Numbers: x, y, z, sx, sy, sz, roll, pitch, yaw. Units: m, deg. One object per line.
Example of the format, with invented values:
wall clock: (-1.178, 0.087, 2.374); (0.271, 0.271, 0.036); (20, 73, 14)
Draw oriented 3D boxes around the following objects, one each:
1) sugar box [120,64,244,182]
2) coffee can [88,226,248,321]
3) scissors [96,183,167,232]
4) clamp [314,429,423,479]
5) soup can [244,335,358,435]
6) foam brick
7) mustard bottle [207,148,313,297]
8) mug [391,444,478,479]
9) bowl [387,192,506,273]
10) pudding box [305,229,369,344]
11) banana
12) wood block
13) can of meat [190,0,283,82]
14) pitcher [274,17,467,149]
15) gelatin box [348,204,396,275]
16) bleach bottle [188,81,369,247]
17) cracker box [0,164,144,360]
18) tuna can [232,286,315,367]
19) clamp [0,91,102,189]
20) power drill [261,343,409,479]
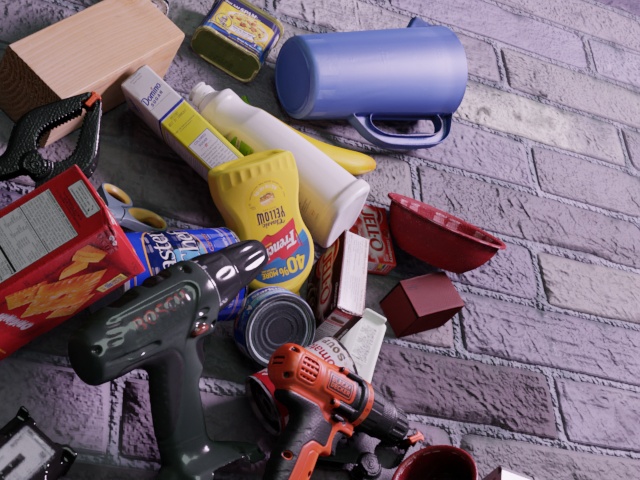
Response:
sugar box: (-0.152, -0.122, 1.241); (0.048, 0.093, 0.176); (-43, 86, -10)
coffee can: (-0.160, 0.040, 1.111); (0.140, 0.103, 0.103); (-4, 59, -33)
scissors: (-0.232, -0.036, 1.120); (0.096, 0.016, 0.201); (41, 11, 23)
clamp: (0.036, 0.236, 1.125); (0.171, 0.039, 0.120); (-32, 86, -41)
soup can: (-0.019, 0.151, 1.119); (0.102, 0.069, 0.068); (-25, 72, -24)
foam brick: (0.122, 0.076, 1.287); (0.078, 0.051, 0.053); (-10, 62, -36)
mustard bottle: (-0.058, 0.002, 1.182); (0.096, 0.058, 0.191); (-20, 107, -24)
mug: (0.118, 0.279, 1.102); (0.117, 0.081, 0.093); (-30, 35, -7)
bowl: (0.147, -0.002, 1.327); (0.162, 0.055, 0.162); (23, 10, -5)
pudding box: (0.017, 0.057, 1.212); (0.039, 0.090, 0.113); (19, 50, -18)
banana: (-0.018, -0.124, 1.363); (0.197, 0.037, 0.069); (27, 48, -10)
wood block: (-0.268, -0.204, 1.238); (0.091, 0.090, 0.205); (44, 46, 5)
can of meat: (-0.110, -0.267, 1.402); (0.102, 0.058, 0.083); (30, 49, -7)
pitcher: (0.069, -0.211, 1.425); (0.242, 0.145, 0.149); (-7, 35, -30)
gelatin box: (0.050, -0.005, 1.319); (0.073, 0.030, 0.089); (10, 53, -25)
bleach bottle: (-0.059, -0.105, 1.270); (0.251, 0.103, 0.068); (42, 59, 13)
cracker box: (-0.272, 0.040, 0.944); (0.213, 0.164, 0.072); (-33, 76, -9)
tuna can: (-0.049, 0.094, 1.150); (0.086, 0.034, 0.086); (-6, 103, -26)
clamp: (-0.290, -0.064, 1.108); (0.164, 0.036, 0.210); (44, 75, -1)
power drill: (0.003, 0.216, 1.043); (0.184, 0.057, 0.187); (33, 60, -31)
